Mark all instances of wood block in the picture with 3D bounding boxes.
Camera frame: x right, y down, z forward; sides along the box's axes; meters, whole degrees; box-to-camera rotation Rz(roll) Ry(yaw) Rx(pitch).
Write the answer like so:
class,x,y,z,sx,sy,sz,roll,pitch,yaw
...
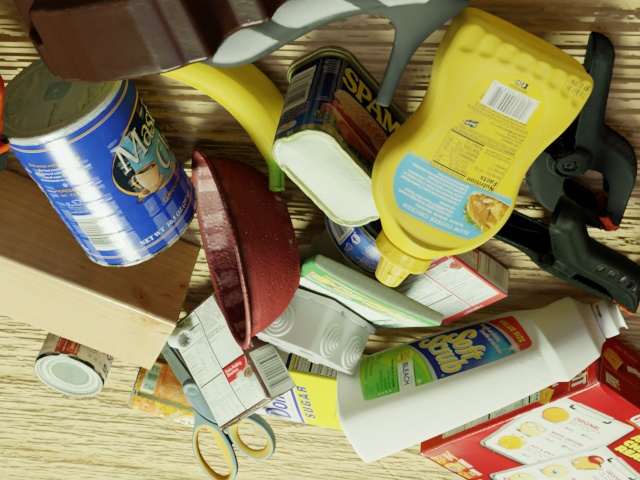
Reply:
class,x,y,z,sx,sy,sz,roll,pitch,yaw
wood block,-0.223,0.023,0.937,0.206,0.090,0.091,22,140,-11

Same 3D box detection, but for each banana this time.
class,x,y,z,sx,sy,sz,roll,pitch,yaw
banana,-0.087,-0.113,0.756,0.197,0.069,0.037,32,158,-23

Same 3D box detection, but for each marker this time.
class,x,y,z,sx,sy,sz,roll,pitch,yaw
marker,-0.168,0.089,1.026,0.121,0.020,0.020,2,144,45

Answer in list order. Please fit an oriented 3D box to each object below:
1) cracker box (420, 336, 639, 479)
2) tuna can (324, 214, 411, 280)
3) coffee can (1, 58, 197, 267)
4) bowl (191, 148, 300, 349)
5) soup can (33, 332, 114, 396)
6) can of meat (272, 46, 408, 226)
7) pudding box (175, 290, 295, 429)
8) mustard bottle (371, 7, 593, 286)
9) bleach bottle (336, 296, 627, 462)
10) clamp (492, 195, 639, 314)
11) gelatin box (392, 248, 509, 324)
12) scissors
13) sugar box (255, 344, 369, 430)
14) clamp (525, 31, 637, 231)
class,x,y,z,sx,sy,sz,roll,pitch,yaw
cracker box,0.227,0.176,1.005,0.164,0.072,0.214,34,135,-26
tuna can,0.048,-0.013,0.820,0.086,0.086,0.034,26,134,-15
coffee can,-0.167,-0.063,0.809,0.103,0.102,0.140,-5,137,21
bowl,-0.056,0.001,0.842,0.055,0.162,0.162,-14,142,-14
soup can,-0.220,0.086,1.000,0.068,0.102,0.068,8,140,6
can of meat,0.015,-0.072,0.762,0.058,0.084,0.102,-21,129,34
pudding box,-0.085,0.109,0.995,0.090,0.039,0.113,-38,77,44
mustard bottle,0.089,-0.049,0.702,0.096,0.058,0.192,23,115,-14
bleach bottle,0.138,0.105,0.921,0.251,0.102,0.068,-24,116,14
clamp,0.174,0.003,0.815,0.209,0.036,0.165,30,174,-41
gelatin box,0.102,0.027,0.896,0.089,0.030,0.073,35,137,-24
scissors,-0.106,0.150,1.057,0.096,0.016,0.202,-10,107,14
sugar box,0.014,0.147,1.051,0.176,0.048,0.093,8,140,5
clamp,0.165,-0.066,0.762,0.120,0.039,0.171,-9,133,25
